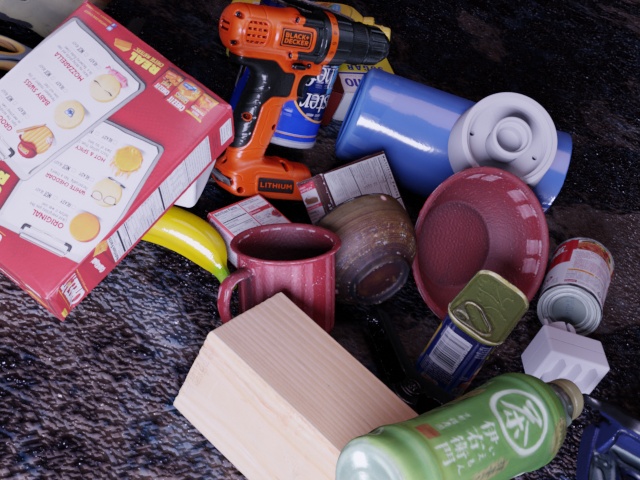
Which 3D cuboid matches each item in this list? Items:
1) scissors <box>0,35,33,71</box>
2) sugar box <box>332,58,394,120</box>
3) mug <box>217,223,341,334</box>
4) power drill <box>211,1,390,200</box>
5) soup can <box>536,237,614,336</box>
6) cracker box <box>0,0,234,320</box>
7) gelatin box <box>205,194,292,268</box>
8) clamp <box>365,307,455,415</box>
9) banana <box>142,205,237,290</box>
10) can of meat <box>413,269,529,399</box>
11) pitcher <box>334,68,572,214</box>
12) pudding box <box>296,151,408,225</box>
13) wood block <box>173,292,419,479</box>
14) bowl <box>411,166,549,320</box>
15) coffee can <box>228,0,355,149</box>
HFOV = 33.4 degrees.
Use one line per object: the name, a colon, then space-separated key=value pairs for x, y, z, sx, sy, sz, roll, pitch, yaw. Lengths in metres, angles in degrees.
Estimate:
scissors: x=-0.271 y=-0.171 z=1.085 sx=0.201 sy=0.016 sz=0.096 roll=10 pitch=40 yaw=-24
sugar box: x=0.041 y=-0.211 z=1.323 sx=0.093 sy=0.048 sz=0.176 roll=7 pitch=38 yaw=-26
mug: x=-0.037 y=0.042 z=0.895 sx=0.093 sy=0.081 sz=0.117 roll=19 pitch=28 yaw=41
power drill: x=-0.026 y=-0.135 z=1.054 sx=0.184 sy=0.188 sz=0.057 roll=3 pitch=19 yaw=-30
soup can: x=0.270 y=0.050 z=1.126 sx=0.068 sy=0.069 sz=0.102 roll=31 pitch=35 yaw=4
cracker box: x=-0.199 y=-0.067 z=0.865 sx=0.164 sy=0.072 sz=0.213 roll=37 pitch=72 yaw=13
gelatin box: x=-0.057 y=0.001 z=0.999 sx=0.089 sy=0.030 sz=0.073 roll=41 pitch=38 yaw=18
clamp: x=0.060 y=0.133 z=0.903 sx=0.120 sy=0.039 sz=0.172 roll=-19 pitch=56 yaw=-39
banana: x=-0.163 y=-0.011 z=0.935 sx=0.197 sy=0.037 sz=0.069 roll=16 pitch=34 yaw=-16
can of meat: x=0.135 y=0.087 z=0.971 sx=0.057 sy=0.084 sz=0.101 roll=36 pitch=35 yaw=11
pitcher: x=0.146 y=-0.105 z=1.193 sx=0.242 sy=0.145 sz=0.149 roll=22 pitch=-5 yaw=-4
pudding box: x=0.037 y=-0.033 z=1.065 sx=0.113 sy=0.039 sz=0.090 roll=-23 pitch=91 yaw=-50
wood block: x=0.002 y=0.148 z=0.799 sx=0.206 sy=0.090 sz=0.090 roll=41 pitch=37 yaw=17
bowl: x=0.147 y=0.006 z=1.061 sx=0.161 sy=0.162 sz=0.055 roll=9 pitch=1 yaw=-26
coffee can: x=-0.033 y=-0.181 z=1.128 sx=0.102 sy=0.140 sz=0.103 roll=17 pitch=17 yaw=-6
